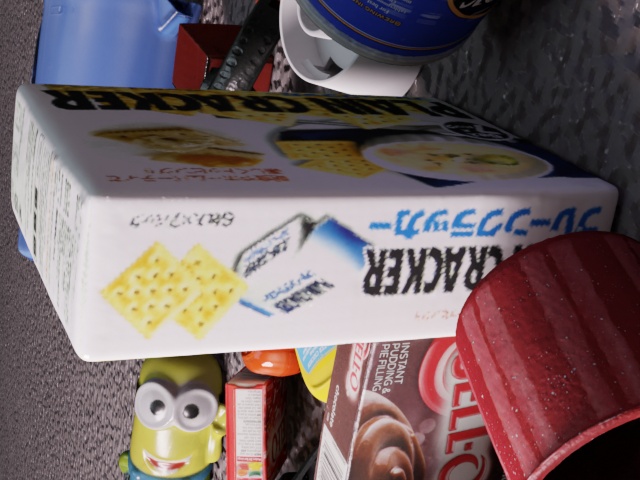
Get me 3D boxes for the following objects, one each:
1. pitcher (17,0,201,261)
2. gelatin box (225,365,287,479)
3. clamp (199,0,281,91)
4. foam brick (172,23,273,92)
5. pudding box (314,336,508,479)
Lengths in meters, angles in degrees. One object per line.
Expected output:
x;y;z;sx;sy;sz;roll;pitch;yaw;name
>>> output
-0.192;-0.099;0.914;0.149;0.145;0.243;-167;87;-84;pitcher
-0.041;0.124;0.722;0.089;0.030;0.073;-26;-64;-82;gelatin box
-0.068;-0.093;0.726;0.171;0.039;0.120;-59;13;-7;clamp
-0.075;-0.126;0.797;0.078;0.052;0.051;-126;41;-53;foam brick
0.049;0.079;0.481;0.039;0.089;0.113;-124;39;-54;pudding box
